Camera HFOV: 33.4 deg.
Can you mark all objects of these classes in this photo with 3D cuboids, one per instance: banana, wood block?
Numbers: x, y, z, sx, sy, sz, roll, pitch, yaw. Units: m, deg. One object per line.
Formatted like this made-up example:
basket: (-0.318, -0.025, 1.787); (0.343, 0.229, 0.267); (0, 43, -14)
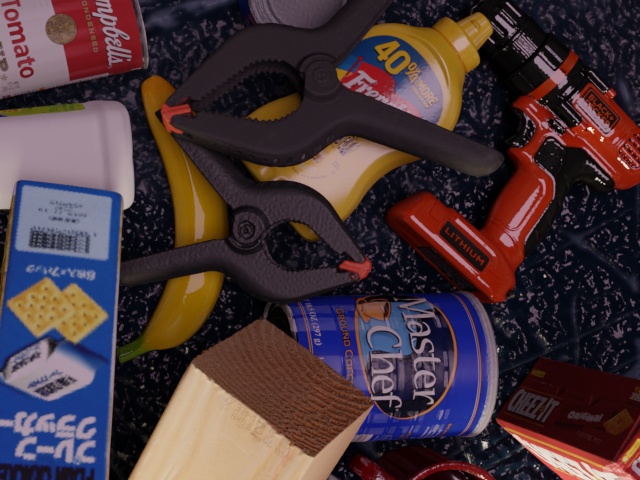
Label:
banana: (-0.095, -0.011, 0.725); (0.069, 0.037, 0.198); (6, 90, -17)
wood block: (-0.065, 0.162, 0.654); (0.090, 0.090, 0.206); (36, 115, 14)

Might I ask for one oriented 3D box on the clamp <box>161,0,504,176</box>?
clamp: (0.002, -0.110, 0.679); (0.210, 0.036, 0.164); (-7, 78, -6)

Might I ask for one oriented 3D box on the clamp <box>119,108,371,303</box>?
clamp: (-0.055, 0.001, 0.689); (0.171, 0.039, 0.120); (28, 99, 8)

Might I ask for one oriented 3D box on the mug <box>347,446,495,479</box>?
mug: (0.066, 0.187, 0.757); (0.117, 0.082, 0.093); (35, 82, -15)

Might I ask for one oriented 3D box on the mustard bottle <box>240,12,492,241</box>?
mustard bottle: (0.038, -0.091, 0.732); (0.191, 0.058, 0.096); (-38, 84, -1)

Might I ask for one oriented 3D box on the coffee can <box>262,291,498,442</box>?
coffee can: (0.037, 0.087, 0.734); (0.140, 0.103, 0.103); (0, 92, -17)

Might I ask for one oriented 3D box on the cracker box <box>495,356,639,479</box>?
cracker box: (0.250, 0.184, 0.770); (0.213, 0.164, 0.072); (42, 78, -14)

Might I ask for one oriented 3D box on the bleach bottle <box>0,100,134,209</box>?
bleach bottle: (-0.245, -0.046, 0.645); (0.250, 0.103, 0.068); (-5, 99, -17)

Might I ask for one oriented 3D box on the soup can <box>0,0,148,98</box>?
soup can: (-0.169, -0.133, 0.684); (0.102, 0.069, 0.068); (-15, 96, -15)

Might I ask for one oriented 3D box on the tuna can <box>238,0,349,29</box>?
tuna can: (-0.014, -0.171, 0.746); (0.086, 0.034, 0.086); (-1, 92, -17)

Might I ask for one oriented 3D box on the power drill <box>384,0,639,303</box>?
power drill: (0.135, -0.062, 0.782); (0.184, 0.057, 0.187); (43, 81, -8)
